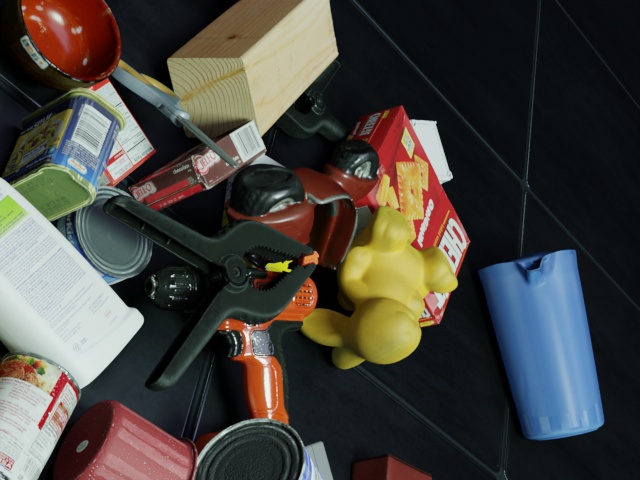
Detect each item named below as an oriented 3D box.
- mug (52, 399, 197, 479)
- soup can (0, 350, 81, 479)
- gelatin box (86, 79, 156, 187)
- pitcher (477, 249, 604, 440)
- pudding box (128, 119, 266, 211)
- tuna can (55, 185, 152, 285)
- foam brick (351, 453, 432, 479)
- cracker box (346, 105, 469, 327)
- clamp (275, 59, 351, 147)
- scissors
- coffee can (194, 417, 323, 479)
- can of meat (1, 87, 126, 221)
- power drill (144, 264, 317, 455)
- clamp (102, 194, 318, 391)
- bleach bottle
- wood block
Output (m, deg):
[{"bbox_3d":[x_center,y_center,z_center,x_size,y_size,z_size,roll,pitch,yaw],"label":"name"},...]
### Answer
[{"bbox_3d":[-0.162,0.176,0.870,0.081,0.093,0.117,39,15,-27],"label":"mug"},{"bbox_3d":[-0.232,0.144,0.803,0.068,0.069,0.102,47,42,-26],"label":"soup can"},{"bbox_3d":[-0.203,-0.098,0.988,0.089,0.030,0.073,58,37,-14],"label":"gelatin box"},{"bbox_3d":[0.302,0.139,1.439,0.148,0.145,0.243,-5,80,-40],"label":"pitcher"},{"bbox_3d":[-0.117,-0.070,1.032,0.113,0.090,0.039,-38,105,-53],"label":"pudding box"},{"bbox_3d":[-0.193,-0.003,0.952,0.086,0.034,0.086,26,54,-43],"label":"tuna can"},{"bbox_3d":[0.075,0.268,1.141,0.078,0.053,0.051,32,50,-37],"label":"foam brick"},{"bbox_3d":[0.093,-0.026,1.269,0.213,0.072,0.164,59,37,-26],"label":"cracker box"},{"bbox_3d":[-0.009,-0.150,1.252,0.171,0.039,0.120,-24,89,-54],"label":"clamp"},{"bbox_3d":[-0.131,-0.119,1.011,0.202,0.016,0.096,38,10,20],"label":"scissors"},{"bbox_3d":[-0.038,0.235,0.917,0.102,0.103,0.140,-72,149,-41],"label":"coffee can"},{"bbox_3d":[-0.220,-0.068,0.895,0.057,0.102,0.084,39,48,-34],"label":"can of meat"},{"bbox_3d":[-0.080,0.115,0.982,0.184,0.057,0.187,5,82,-39],"label":"power drill"},{"bbox_3d":[-0.090,0.023,0.929,0.209,0.036,0.164,-19,90,-42],"label":"clamp"},{"bbox_3d":[-0.254,0.002,0.851,0.250,0.068,0.102,54,38,-15],"label":"bleach bottle"},{"bbox_3d":[-0.067,-0.195,1.135,0.205,0.091,0.090,-53,140,-49],"label":"wood block"}]
